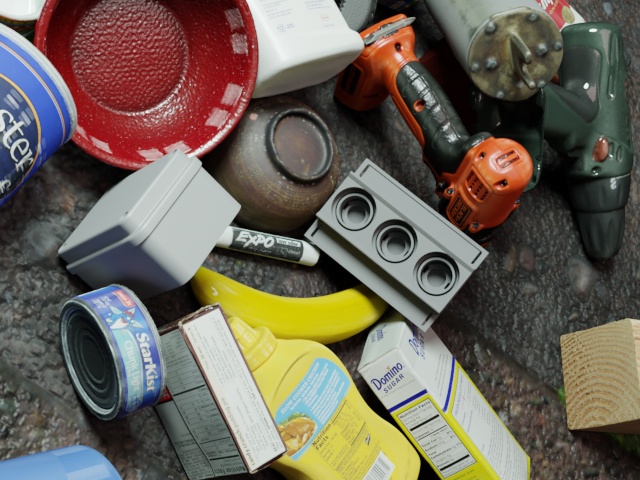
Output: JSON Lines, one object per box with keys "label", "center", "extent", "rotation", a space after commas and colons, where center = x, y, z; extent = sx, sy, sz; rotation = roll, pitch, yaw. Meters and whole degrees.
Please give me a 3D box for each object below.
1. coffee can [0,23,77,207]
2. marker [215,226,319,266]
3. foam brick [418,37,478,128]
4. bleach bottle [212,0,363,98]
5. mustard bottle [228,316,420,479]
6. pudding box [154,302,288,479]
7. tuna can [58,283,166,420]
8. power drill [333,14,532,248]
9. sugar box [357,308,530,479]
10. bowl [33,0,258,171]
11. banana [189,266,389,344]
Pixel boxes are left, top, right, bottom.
{"label": "coffee can", "center": [-0.235, -0.057, 0.663], "extent": [0.102, 0.103, 0.140], "rotation": [46, 55, -15]}
{"label": "marker", "center": [-0.055, 0.001, 0.824], "extent": [0.120, 0.020, 0.020], "rotation": [12, 69, -32]}
{"label": "foam brick", "center": [0.135, -0.152, 0.984], "extent": [0.078, 0.053, 0.051], "rotation": [53, 54, -10]}
{"label": "bleach bottle", "center": [-0.065, -0.238, 0.825], "extent": [0.102, 0.068, 0.251], "rotation": [-21, 82, -41]}
{"label": "mustard bottle", "center": [-0.010, 0.131, 0.781], "extent": [0.191, 0.058, 0.096], "rotation": [52, 56, -18]}
{"label": "pudding box", "center": [-0.079, 0.107, 0.730], "extent": [0.039, 0.090, 0.113], "rotation": [-28, 92, -37]}
{"label": "tuna can", "center": [-0.138, 0.074, 0.701], "extent": [0.033, 0.086, 0.086], "rotation": [-18, 87, -36]}
{"label": "power drill", "center": [0.087, -0.077, 0.879], "extent": [0.057, 0.185, 0.188], "rotation": [-30, 75, -22]}
{"label": "sugar box", "center": [0.101, 0.141, 0.854], "extent": [0.176, 0.048, 0.093], "rotation": [51, 21, -8]}
{"label": "bowl", "center": [-0.127, -0.132, 0.758], "extent": [0.161, 0.055, 0.162], "rotation": [-6, 103, -25]}
{"label": "banana", "center": [-0.019, 0.049, 0.823], "extent": [0.197, 0.037, 0.069], "rotation": [12, 71, -32]}
